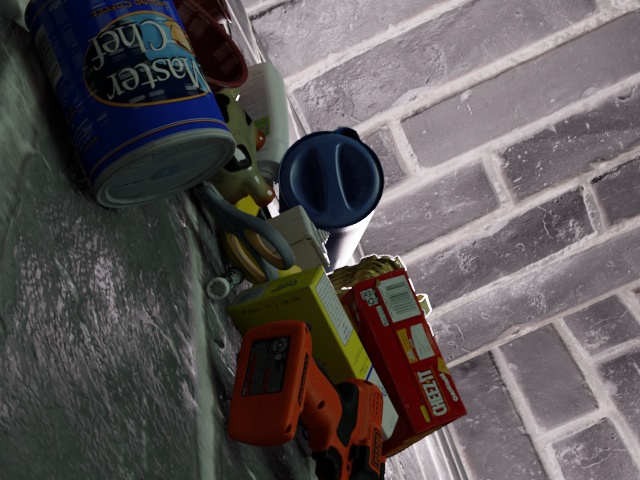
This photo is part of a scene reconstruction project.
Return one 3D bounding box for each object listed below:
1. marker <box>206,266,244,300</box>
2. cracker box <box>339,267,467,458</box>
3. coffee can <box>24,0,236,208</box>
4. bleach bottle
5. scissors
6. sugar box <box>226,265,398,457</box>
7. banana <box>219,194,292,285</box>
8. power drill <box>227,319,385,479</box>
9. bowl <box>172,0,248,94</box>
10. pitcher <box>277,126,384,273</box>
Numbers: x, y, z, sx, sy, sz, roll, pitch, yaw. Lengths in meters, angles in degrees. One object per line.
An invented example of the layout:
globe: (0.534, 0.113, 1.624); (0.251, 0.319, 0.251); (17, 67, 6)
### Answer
marker: (-0.086, 0.038, 0.982); (0.121, 0.020, 0.020); (-49, 114, -84)
cracker box: (0.056, 0.146, 1.146); (0.164, 0.072, 0.214); (67, -25, 15)
coffee can: (-0.131, -0.107, 0.736); (0.102, 0.103, 0.140); (42, 24, -77)
bleach bottle: (-0.091, -0.143, 1.463); (0.068, 0.103, 0.251); (52, 21, -37)
scissors: (-0.089, -0.037, 0.976); (0.096, 0.016, 0.201); (-2, -54, 54)
sugar box: (-0.006, 0.116, 0.994); (0.176, 0.093, 0.048); (64, 28, -17)
banana: (-0.071, -0.001, 1.104); (0.069, 0.037, 0.198); (16, 25, -30)
power drill: (-0.005, 0.165, 0.850); (0.187, 0.057, 0.184); (55, 32, -46)
bowl: (-0.148, -0.185, 1.012); (0.162, 0.055, 0.162); (35, 26, -20)
pitcher: (0.001, -0.030, 1.422); (0.145, 0.149, 0.243); (61, -13, 15)
